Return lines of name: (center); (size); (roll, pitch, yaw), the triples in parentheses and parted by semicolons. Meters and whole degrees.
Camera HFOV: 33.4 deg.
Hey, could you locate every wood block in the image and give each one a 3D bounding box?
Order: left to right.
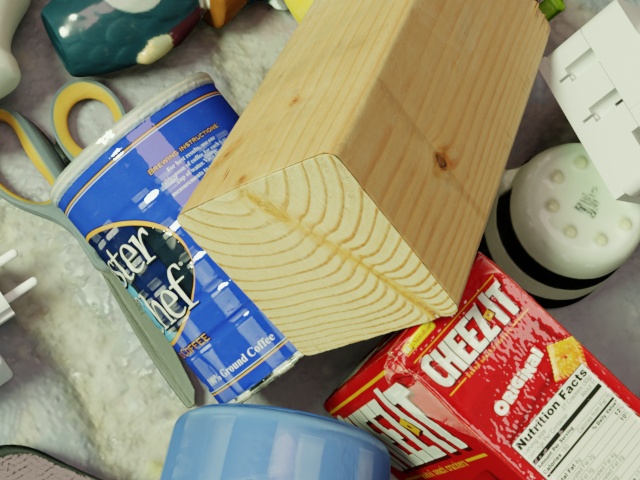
wood block: (0.031, -0.060, 0.498); (0.090, 0.090, 0.206); (49, 43, -24)

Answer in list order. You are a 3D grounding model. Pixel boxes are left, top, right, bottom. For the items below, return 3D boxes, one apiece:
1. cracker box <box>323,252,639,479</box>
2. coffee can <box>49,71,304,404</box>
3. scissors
cracker box: (0.109, 0.121, 0.511); (0.214, 0.164, 0.072); (43, 71, 5)
coffee can: (-0.054, 0.001, 0.544); (0.102, 0.103, 0.140); (-39, 91, -16)
scissors: (-0.109, -0.011, 0.594); (0.202, 0.016, 0.096); (44, 73, 5)
